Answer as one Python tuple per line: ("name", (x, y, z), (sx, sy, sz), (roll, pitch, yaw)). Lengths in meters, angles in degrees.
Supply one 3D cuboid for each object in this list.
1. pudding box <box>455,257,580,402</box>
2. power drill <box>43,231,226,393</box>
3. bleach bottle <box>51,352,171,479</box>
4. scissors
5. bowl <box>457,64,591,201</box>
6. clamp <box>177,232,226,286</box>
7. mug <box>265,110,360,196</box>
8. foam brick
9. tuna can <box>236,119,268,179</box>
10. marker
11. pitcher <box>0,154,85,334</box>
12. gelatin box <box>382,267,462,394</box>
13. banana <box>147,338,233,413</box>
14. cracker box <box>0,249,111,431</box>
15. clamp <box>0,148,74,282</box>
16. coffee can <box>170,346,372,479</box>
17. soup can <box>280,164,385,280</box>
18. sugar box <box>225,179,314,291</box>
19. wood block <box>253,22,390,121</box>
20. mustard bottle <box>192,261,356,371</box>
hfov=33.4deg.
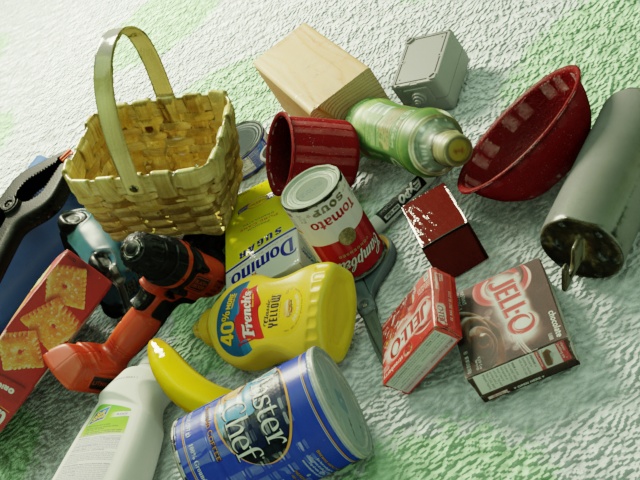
("pudding box", (0.161, 0.074, 0.904), (0.090, 0.039, 0.113), (-26, 34, 14))
("power drill", (-0.194, 0.074, 1.096), (0.188, 0.184, 0.057), (-45, 67, 6))
("bleach bottle", (-0.196, 0.208, 1.032), (0.103, 0.068, 0.250), (-7, 39, 27))
("scissors", (0.058, 0.051, 1.044), (0.096, 0.016, 0.202), (-38, 34, -5))
("bowl", (0.206, -0.090, 1.024), (0.162, 0.055, 0.162), (-47, 11, 12))
("clamp", (-0.135, 0.009, 1.245), (0.120, 0.039, 0.171), (-4, 47, 22))
("mug", (-0.006, -0.082, 1.168), (0.093, 0.081, 0.117), (134, 133, -61))
("foam brick", (0.119, -0.008, 1.030), (0.051, 0.053, 0.078), (-31, 33, 7))
("tuna can", (-0.103, -0.114, 1.370), (0.086, 0.033, 0.086), (-23, 36, 18))
("marker", (0.095, -0.050, 1.133), (0.121, 0.020, 0.020), (-43, 34, -12))
("pitcher", (-0.396, 0.019, 1.394), (0.145, 0.149, 0.242), (28, 71, 36))
("gelatin box", (0.087, 0.079, 0.934), (0.089, 0.030, 0.073), (-55, 21, 37))
("banana", (-0.098, 0.144, 1.026), (0.198, 0.037, 0.069), (9, 58, 30))
("cracker box", (-0.334, 0.128, 1.181), (0.213, 0.072, 0.164), (-56, 9, -29))
("clamp", (-0.380, -0.034, 1.309), (0.165, 0.036, 0.210), (25, 69, 42))
("coffee can", (-0.041, 0.167, 0.910), (0.140, 0.102, 0.103), (-29, 34, 10))
("soup can", (0.013, -0.017, 1.058), (0.069, 0.102, 0.068), (-22, 34, 16))
("sugar box", (-0.058, 0.001, 1.179), (0.093, 0.048, 0.176), (-26, 34, 14))
("wood block", (0.005, -0.183, 1.310), (0.090, 0.090, 0.206), (-38, 34, -2))
("mustard bottle", (-0.055, 0.080, 1.058), (0.192, 0.058, 0.096), (-11, 65, 40))
